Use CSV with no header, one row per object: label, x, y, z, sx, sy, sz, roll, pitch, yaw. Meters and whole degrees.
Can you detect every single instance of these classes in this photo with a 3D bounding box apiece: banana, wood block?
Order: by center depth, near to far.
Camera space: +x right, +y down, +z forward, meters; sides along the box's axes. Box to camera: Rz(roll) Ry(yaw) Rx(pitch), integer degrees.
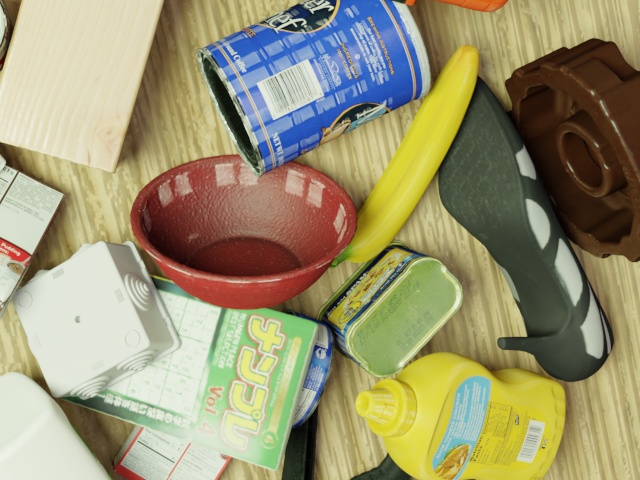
wood block,-0.160,-0.159,0.747,0.090,0.090,0.206,16,92,-14
banana,0.069,-0.056,0.821,0.037,0.069,0.198,31,89,7

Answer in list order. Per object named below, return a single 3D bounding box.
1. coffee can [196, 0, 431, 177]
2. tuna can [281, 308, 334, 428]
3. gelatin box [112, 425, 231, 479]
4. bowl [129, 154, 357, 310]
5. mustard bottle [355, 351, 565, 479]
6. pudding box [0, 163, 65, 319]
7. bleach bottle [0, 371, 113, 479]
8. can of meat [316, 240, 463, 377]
coffee can,-0.005,-0.122,0.779,0.140,0.103,0.103,-27,101,-9
tuna can,-0.023,0.097,0.805,0.033,0.086,0.086,21,91,-19
gelatin box,-0.106,0.155,0.822,0.073,0.030,0.089,33,87,-13
bowl,-0.055,0.001,0.772,0.162,0.162,0.055,-6,127,-12
mustard bottle,0.101,0.134,0.795,0.191,0.058,0.096,17,94,-39
pudding box,-0.241,-0.006,0.741,0.090,0.039,0.113,28,46,-13
bleach bottle,-0.160,0.211,0.777,0.068,0.103,0.250,-43,121,-20
can of meat,0.053,0.052,0.820,0.102,0.084,0.057,-46,104,-5
